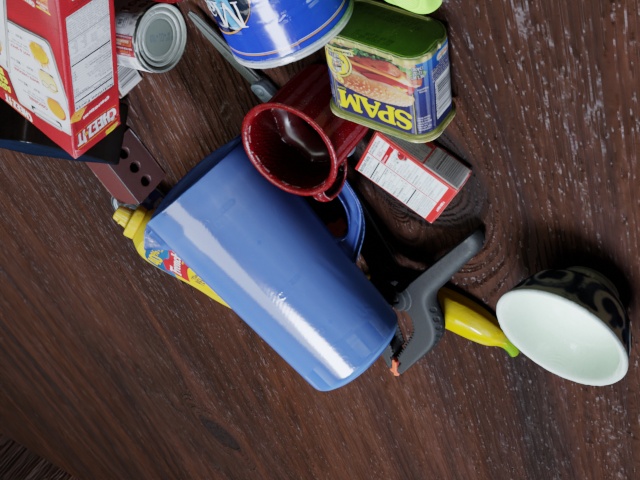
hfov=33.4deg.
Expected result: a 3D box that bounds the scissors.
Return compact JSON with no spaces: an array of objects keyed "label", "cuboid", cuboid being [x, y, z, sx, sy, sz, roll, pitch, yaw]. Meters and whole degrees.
[{"label":"scissors","cuboid":[-0.037,-0.137,0.986,0.096,0.016,0.201,1,136,48]}]

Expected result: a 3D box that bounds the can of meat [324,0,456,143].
[{"label":"can of meat","cuboid":[0.053,-0.134,0.833,0.102,0.057,0.084,23,147,27]}]

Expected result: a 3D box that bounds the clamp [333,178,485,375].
[{"label":"clamp","cuboid":[0.090,0.047,1.046,0.165,0.036,0.210,16,127,35]}]

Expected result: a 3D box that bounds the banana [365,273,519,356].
[{"label":"banana","cuboid":[0.111,0.070,1.105,0.198,0.037,0.069,23,148,28]}]

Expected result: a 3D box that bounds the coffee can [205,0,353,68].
[{"label":"coffee can","cuboid":[-0.048,-0.212,0.780,0.103,0.102,0.140,14,146,40]}]

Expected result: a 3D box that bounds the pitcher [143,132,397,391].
[{"label":"pitcher","cuboid":[-0.033,0.016,1.007,0.242,0.144,0.149,48,141,-11]}]

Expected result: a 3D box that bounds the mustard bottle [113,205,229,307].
[{"label":"mustard bottle","cuboid":[-0.163,0.011,1.294,0.191,0.058,0.096,29,145,-6]}]

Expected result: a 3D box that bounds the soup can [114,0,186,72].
[{"label":"soup can","cuboid":[-0.186,-0.199,1.016,0.102,0.068,0.068,17,147,35]}]

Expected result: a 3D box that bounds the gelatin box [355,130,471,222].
[{"label":"gelatin box","cuboid":[0.081,-0.064,0.940,0.089,0.030,0.073,37,155,4]}]

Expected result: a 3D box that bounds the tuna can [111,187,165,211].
[{"label":"tuna can","cuboid":[-0.224,-0.040,1.356,0.086,0.033,0.086,30,153,17]}]

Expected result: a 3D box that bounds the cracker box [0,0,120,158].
[{"label":"cracker box","cuboid":[-0.259,-0.201,0.960,0.164,0.072,0.214,38,150,17]}]

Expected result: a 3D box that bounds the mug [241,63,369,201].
[{"label":"mug","cuboid":[-0.004,-0.090,0.926,0.093,0.081,0.117,1,128,37]}]

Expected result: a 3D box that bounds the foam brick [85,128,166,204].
[{"label":"foam brick","cuboid":[-0.234,-0.088,1.271,0.051,0.053,0.078,4,139,49]}]
